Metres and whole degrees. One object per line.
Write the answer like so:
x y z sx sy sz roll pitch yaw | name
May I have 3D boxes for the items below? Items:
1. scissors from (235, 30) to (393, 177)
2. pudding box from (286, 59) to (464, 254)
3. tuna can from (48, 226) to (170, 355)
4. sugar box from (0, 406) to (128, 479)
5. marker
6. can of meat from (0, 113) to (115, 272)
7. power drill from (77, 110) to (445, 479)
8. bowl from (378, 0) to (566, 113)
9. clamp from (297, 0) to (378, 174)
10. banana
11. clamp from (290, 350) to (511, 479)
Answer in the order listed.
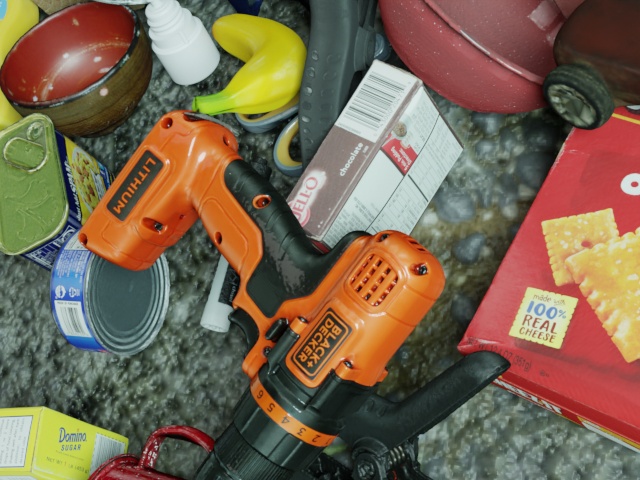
0.035 -0.109 0.714 0.202 0.016 0.096 -22 62 17 | scissors
0.033 -0.036 0.638 0.039 0.090 0.113 30 84 32 | pudding box
-0.137 0.031 0.696 0.034 0.086 0.086 1 69 28 | tuna can
-0.223 0.139 0.686 0.176 0.093 0.048 -4 66 25 | sugar box
-0.055 0.001 0.707 0.020 0.020 0.121 5 71 28 | marker
-0.180 -0.024 0.742 0.057 0.083 0.102 -26 59 14 | can of meat
-0.048 0.034 0.577 0.188 0.057 0.184 43 101 25 | power drill
0.090 -0.127 0.634 0.055 0.161 0.162 -50 50 35 | bowl
0.016 -0.127 0.655 0.036 0.164 0.210 9 114 15 | clamp
-0.041 -0.120 0.693 0.069 0.198 0.037 7 112 -5 | banana
0.040 0.109 0.573 0.172 0.039 0.120 7 97 39 | clamp
